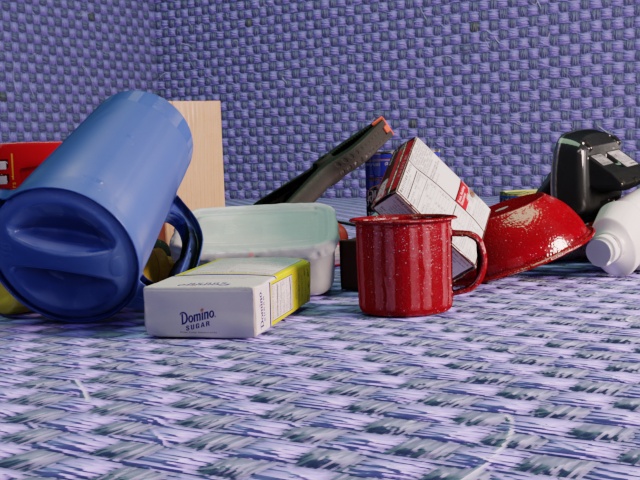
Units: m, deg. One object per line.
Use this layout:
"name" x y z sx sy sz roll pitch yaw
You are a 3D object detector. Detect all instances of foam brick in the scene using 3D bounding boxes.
"foam brick" 0.058 0.022 1.097 0.051 0.053 0.078 0 6 24

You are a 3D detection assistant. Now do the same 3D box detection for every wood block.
"wood block" -0.176 -0.062 1.286 0.090 0.206 0.090 -6 6 -40

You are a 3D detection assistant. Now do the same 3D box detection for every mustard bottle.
"mustard bottle" -0.222 0.033 1.038 0.191 0.058 0.096 -5 7 -35

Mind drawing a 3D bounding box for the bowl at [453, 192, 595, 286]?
"bowl" 0.194 -0.008 1.092 0.162 0.055 0.162 -20 6 2

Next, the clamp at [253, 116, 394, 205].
"clamp" 0.003 -0.088 1.386 0.209 0.036 0.165 -40 15 -18

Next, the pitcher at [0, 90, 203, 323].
"pitcher" -0.187 -0.038 0.979 0.145 0.149 0.242 -8 29 15

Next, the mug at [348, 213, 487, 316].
"mug" 0.084 0.020 0.915 0.117 0.081 0.093 -2 4 9

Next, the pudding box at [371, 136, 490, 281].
"pudding box" 0.106 -0.030 1.007 0.039 0.113 0.090 -35 21 40

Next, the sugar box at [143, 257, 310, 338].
"sugar box" -0.073 0.046 0.895 0.093 0.048 0.176 0 8 14

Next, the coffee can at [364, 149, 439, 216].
"coffee can" 0.111 -0.051 1.435 0.103 0.140 0.103 -2 4 0
